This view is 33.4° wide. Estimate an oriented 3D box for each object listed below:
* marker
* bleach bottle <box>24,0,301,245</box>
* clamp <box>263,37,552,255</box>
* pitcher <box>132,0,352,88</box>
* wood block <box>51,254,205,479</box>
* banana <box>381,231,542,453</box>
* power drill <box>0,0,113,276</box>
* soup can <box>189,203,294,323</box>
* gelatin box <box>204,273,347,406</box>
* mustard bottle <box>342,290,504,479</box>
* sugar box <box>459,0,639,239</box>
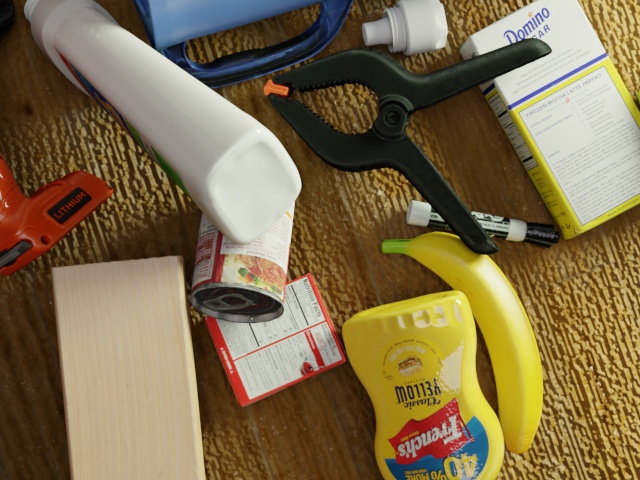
[{"bbox_3d":[0.128,-0.012,0.835,0.121,0.020,0.020,9,86,-5],"label":"marker"},{"bbox_3d":[-0.126,-0.103,0.755,0.068,0.102,0.251,-46,61,-8],"label":"bleach bottle"},{"bbox_3d":[0.059,-0.081,0.807,0.210,0.036,0.164,8,93,8],"label":"clamp"},{"bbox_3d":[-0.026,-0.220,0.787,0.242,0.149,0.145,-15,73,-9],"label":"pitcher"},{"bbox_3d":[-0.133,0.118,0.767,0.090,0.090,0.206,-6,88,-6],"label":"wood block"},{"bbox_3d":[0.127,0.067,0.825,0.070,0.037,0.198,-33,87,23],"label":"banana"},{"bbox_3d":[-0.235,-0.082,0.757,0.187,0.057,0.184,51,39,-12],"label":"power drill"},{"bbox_3d":[-0.055,0.001,0.777,0.068,0.068,0.102,8,64,-5],"label":"soup can"},{"bbox_3d":[-0.034,0.075,0.809,0.089,0.030,0.073,-23,88,-6],"label":"gelatin box"},{"bbox_3d":[0.085,0.140,0.798,0.096,0.058,0.191,-14,93,14],"label":"mustard bottle"},{"bbox_3d":[0.192,-0.099,0.834,0.093,0.048,0.176,-28,86,-6],"label":"sugar box"}]
